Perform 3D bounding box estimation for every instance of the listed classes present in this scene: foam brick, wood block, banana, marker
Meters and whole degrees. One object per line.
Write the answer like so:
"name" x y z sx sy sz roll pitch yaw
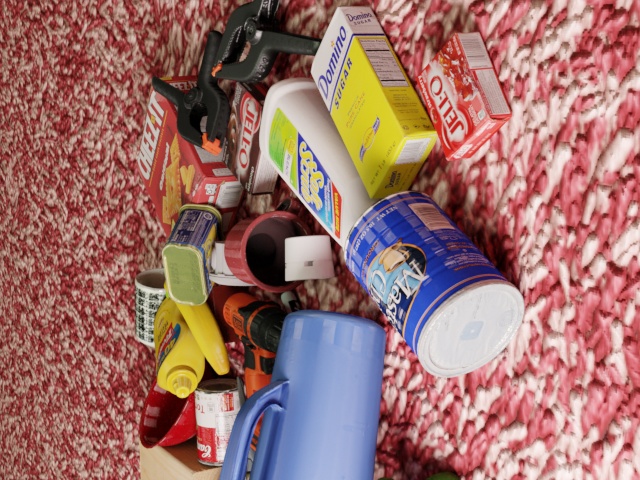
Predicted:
"foam brick" -0.125 0.096 1.408 0.051 0.052 0.078 -8 88 62
"wood block" -0.179 0.334 1.519 0.206 0.090 0.090 13 107 60
"banana" -0.163 0.093 1.388 0.198 0.037 0.069 49 161 49
"marker" -0.029 0.091 1.267 0.121 0.020 0.020 67 147 28

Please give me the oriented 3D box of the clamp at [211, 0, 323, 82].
"clamp" -0.060 -0.235 1.218 0.210 0.036 0.164 -43 58 45

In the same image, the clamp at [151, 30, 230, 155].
"clamp" -0.149 -0.187 1.360 0.120 0.039 0.171 -44 54 22

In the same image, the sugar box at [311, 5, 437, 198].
"sugar box" 0.048 -0.138 1.050 0.176 0.048 0.093 64 146 29

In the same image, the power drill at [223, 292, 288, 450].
"power drill" -0.059 0.164 1.277 0.185 0.057 0.188 -157 60 -65

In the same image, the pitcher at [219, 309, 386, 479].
"pitcher" -0.010 0.195 1.070 0.149 0.145 0.243 66 -148 -75

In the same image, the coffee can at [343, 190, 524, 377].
"coffee can" 0.097 0.036 0.939 0.140 0.102 0.103 53 139 43

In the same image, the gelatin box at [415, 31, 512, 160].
"gelatin box" 0.124 -0.125 0.931 0.073 0.030 0.089 -46 56 55

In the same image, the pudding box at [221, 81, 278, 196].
"pudding box" -0.078 -0.124 1.288 0.090 0.039 0.114 50 137 47

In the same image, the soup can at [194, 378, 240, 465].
"soup can" -0.134 0.244 1.442 0.069 0.068 0.102 11 105 60

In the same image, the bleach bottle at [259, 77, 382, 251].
"bleach bottle" 0.020 -0.062 1.102 0.251 0.068 0.103 53 142 40

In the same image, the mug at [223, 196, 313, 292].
"mug" -0.058 0.002 1.243 0.082 0.093 0.117 0 65 66

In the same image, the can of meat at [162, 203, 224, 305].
"can of meat" -0.159 0.019 1.345 0.084 0.057 0.102 -72 -16 -50

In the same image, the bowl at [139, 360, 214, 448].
"bowl" -0.195 0.229 1.521 0.162 0.055 0.162 -45 28 32

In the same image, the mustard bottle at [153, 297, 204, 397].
"mustard bottle" -0.192 0.151 1.455 0.096 0.058 0.191 -59 23 20

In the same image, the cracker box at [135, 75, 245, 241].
"cracker box" -0.180 -0.095 1.448 0.214 0.072 0.164 60 144 36
